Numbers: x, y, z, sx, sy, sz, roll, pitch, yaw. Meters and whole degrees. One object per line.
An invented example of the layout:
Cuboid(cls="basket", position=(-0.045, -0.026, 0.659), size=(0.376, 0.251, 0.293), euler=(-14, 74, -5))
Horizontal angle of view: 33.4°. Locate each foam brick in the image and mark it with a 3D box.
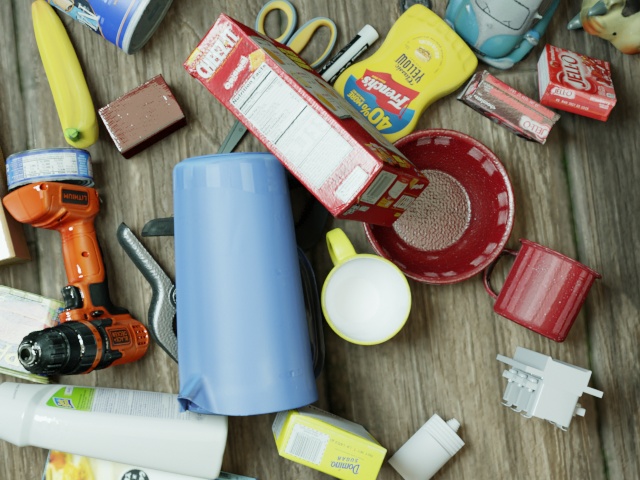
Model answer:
Cuboid(cls="foam brick", position=(-0.184, -0.127, 1.105), size=(0.078, 0.053, 0.051), euler=(-31, 90, -6))

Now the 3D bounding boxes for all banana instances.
Cuboid(cls="banana", position=(-0.256, -0.159, 1.084), size=(0.037, 0.070, 0.198), euler=(-16, 57, -12))

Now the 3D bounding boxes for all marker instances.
Cuboid(cls="marker", position=(0.014, -0.183, 1.139), size=(0.121, 0.020, 0.020), euler=(-44, 91, -5))

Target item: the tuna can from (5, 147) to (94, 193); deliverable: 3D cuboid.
Cuboid(cls="tuna can", position=(-0.273, -0.069, 1.078), size=(0.086, 0.086, 0.034), euler=(-7, 85, -5))

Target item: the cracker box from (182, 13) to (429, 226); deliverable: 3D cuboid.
Cuboid(cls="cracker box", position=(-0.010, -0.108, 1.015), size=(0.214, 0.164, 0.072), euler=(45, 103, 16))

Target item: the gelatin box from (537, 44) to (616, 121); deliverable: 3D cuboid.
Cuboid(cls="gelatin box", position=(0.269, -0.167, 1.125), size=(0.073, 0.089, 0.030), euler=(16, 127, -3))

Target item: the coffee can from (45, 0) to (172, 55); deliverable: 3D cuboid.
Cuboid(cls="coffee can", position=(-0.227, -0.269, 1.084), size=(0.140, 0.103, 0.103), euler=(32, 85, -2))

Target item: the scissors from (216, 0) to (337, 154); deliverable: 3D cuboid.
Cuboid(cls="scissors", position=(-0.070, -0.176, 1.135), size=(0.201, 0.016, 0.096), euler=(-42, 89, -5))

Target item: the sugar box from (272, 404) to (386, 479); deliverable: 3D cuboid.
Cuboid(cls="sugar box", position=(0.004, 0.194, 1.038), size=(0.093, 0.176, 0.048), euler=(22, 83, -2))

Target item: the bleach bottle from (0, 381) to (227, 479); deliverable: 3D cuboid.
Cuboid(cls="bleach bottle", position=(-0.220, 0.176, 1.048), size=(0.250, 0.102, 0.068), euler=(10, 100, -9))

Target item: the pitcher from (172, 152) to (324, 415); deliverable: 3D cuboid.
Cuboid(cls="pitcher", position=(-0.070, 0.042, 1.020), size=(0.145, 0.149, 0.243), euler=(-4, 89, -3))

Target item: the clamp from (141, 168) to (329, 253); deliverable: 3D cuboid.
Cuboid(cls="clamp", position=(-0.057, 0.001, 1.101), size=(0.209, 0.036, 0.164), euler=(-34, 102, -18))

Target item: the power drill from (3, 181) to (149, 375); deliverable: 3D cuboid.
Cuboid(cls="power drill", position=(-0.248, 0.039, 1.037), size=(0.057, 0.184, 0.188), euler=(-19, 82, 19))

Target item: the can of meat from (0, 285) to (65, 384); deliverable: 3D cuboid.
Cuboid(cls="can of meat", position=(-0.311, 0.092, 1.081), size=(0.102, 0.057, 0.084), euler=(15, 83, -3))

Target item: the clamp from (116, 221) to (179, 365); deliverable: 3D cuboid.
Cuboid(cls="clamp", position=(-0.152, 0.053, 1.103), size=(0.120, 0.039, 0.171), euler=(2, 83, -5))

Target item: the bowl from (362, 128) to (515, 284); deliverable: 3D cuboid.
Cuboid(cls="bowl", position=(0.119, -0.034, 1.120), size=(0.162, 0.055, 0.162), euler=(0, 87, -4))

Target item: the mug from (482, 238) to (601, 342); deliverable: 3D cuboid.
Cuboid(cls="mug", position=(0.222, 0.050, 1.113), size=(0.117, 0.093, 0.081), euler=(26, 90, 28))

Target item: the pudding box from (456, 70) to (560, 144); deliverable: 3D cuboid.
Cuboid(cls="pudding box", position=(0.192, -0.138, 1.101), size=(0.090, 0.113, 0.039), euler=(31, 99, -2))

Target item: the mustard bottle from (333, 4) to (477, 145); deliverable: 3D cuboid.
Cuboid(cls="mustard bottle", position=(0.067, -0.152, 1.122), size=(0.191, 0.058, 0.096), euler=(-44, 88, -5))
